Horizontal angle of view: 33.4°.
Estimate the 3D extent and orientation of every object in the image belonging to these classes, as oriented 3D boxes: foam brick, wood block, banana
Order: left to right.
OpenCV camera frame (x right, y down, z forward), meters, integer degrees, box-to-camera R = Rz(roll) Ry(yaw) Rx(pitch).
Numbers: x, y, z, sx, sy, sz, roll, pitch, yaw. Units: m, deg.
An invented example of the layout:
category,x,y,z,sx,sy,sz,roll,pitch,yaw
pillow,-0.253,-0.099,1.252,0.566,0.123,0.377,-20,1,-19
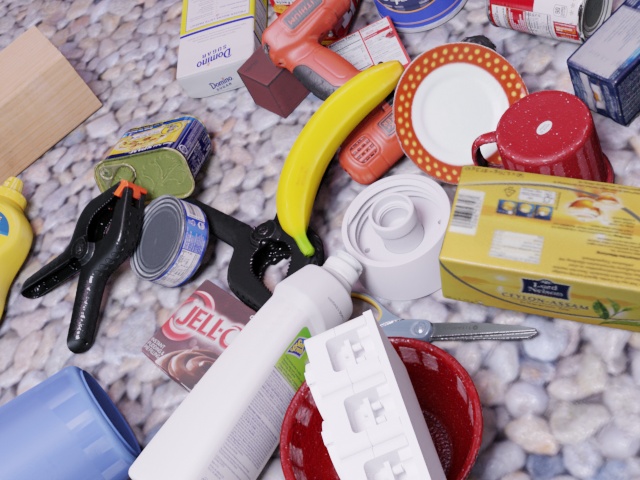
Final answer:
category,x,y,z,sx,sy,sz,roll,pitch,yaw
wood block,-0.367,-0.136,1.218,0.206,0.090,0.091,-41,49,-7
foam brick,-0.038,-0.179,1.118,0.053,0.051,0.078,31,72,39
banana,0.008,-0.082,0.970,0.070,0.037,0.198,24,84,21

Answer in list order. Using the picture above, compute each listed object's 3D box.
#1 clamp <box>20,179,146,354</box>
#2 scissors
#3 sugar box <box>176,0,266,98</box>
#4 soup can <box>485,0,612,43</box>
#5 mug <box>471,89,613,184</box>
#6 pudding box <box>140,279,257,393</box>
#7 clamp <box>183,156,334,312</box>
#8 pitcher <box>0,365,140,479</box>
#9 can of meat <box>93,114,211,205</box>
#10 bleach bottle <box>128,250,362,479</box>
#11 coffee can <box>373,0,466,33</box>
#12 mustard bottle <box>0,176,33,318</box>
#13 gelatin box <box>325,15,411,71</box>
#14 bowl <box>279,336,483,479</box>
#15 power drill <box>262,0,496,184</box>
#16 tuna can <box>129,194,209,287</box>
category,x,y,z,sx,sy,sz,roll,pitch,yaw
clamp,-0.233,0.014,1.055,0.120,0.039,0.171,26,88,34
scissors,0.071,0.091,0.890,0.202,0.016,0.096,13,64,33
sugar box,-0.109,-0.244,1.205,0.093,0.048,0.176,-12,55,17
soup can,0.219,-0.230,1.023,0.102,0.068,0.068,20,67,34
mug,0.186,-0.074,0.913,0.117,0.081,0.093,5,59,28
pudding box,-0.092,0.096,0.948,0.114,0.039,0.090,30,72,38
clamp,-0.057,0.001,1.003,0.165,0.036,0.210,-19,46,14
pitcher,-0.279,0.212,0.904,0.242,0.145,0.149,-35,61,-7
can of meat,-0.168,-0.082,1.090,0.102,0.057,0.084,-10,30,18
bleach bottle,-0.045,0.116,0.872,0.068,0.102,0.250,25,68,34
coffee can,0.086,-0.297,1.087,0.103,0.140,0.103,-13,51,16
mustard bottle,-0.356,0.014,1.122,0.096,0.058,0.191,0,56,24
gelatin box,0.053,-0.180,1.090,0.073,0.030,0.089,-26,50,8
bowl,0.052,0.157,0.823,0.162,0.055,0.162,-13,52,17
power drill,0.050,-0.172,1.026,0.184,0.057,0.188,-43,71,-2
tuna can,-0.145,0.001,1.025,0.086,0.033,0.086,-23,58,41
